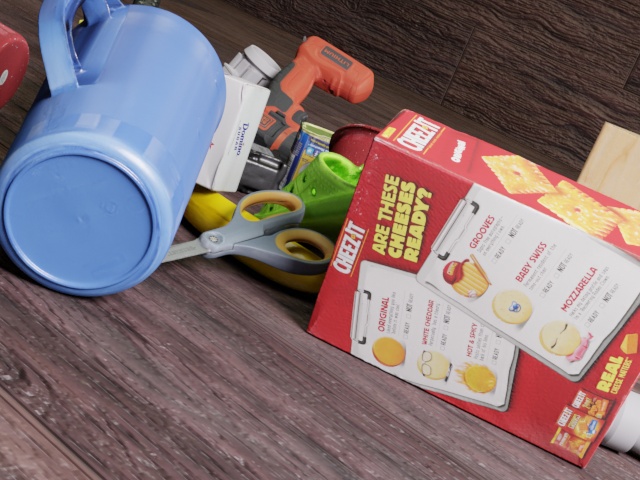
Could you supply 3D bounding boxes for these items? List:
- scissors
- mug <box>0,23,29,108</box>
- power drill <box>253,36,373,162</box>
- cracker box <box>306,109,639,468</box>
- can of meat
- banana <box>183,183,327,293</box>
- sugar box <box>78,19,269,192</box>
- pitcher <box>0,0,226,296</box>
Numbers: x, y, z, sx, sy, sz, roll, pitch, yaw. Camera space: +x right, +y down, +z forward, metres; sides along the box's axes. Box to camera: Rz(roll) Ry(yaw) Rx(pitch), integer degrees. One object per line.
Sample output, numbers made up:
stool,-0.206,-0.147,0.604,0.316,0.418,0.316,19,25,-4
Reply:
scissors,-0.059,0.012,0.765,0.096,0.016,0.201,36,35,15
mug,-0.321,-0.158,0.944,0.081,0.093,0.117,30,45,8
power drill,-0.016,-0.156,1.287,0.184,0.057,0.187,35,54,13
cracker box,0.117,0.031,0.715,0.214,0.164,0.072,26,32,11
can of meat,0.009,-0.067,1.114,0.102,0.084,0.057,20,14,-12
banana,-0.060,-0.002,0.862,0.198,0.037,0.069,32,-2,29
sugar box,-0.137,-0.114,0.895,0.176,0.093,0.048,23,10,24
pitcher,-0.142,-0.074,0.714,0.149,0.145,0.243,25,24,-12
